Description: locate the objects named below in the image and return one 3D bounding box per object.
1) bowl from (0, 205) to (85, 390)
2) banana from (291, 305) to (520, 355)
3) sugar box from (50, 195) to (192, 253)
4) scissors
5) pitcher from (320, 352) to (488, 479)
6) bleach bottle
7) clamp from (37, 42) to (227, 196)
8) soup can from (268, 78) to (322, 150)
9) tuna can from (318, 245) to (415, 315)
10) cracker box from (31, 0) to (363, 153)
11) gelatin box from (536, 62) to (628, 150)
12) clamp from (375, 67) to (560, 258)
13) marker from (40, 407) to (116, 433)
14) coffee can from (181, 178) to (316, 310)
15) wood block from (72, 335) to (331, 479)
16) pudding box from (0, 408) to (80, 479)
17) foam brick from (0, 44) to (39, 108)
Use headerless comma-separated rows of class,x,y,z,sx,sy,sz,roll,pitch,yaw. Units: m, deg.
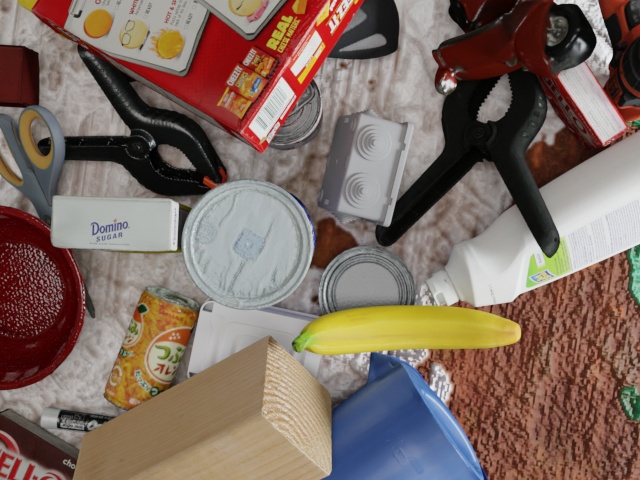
bowl,-0.276,0.047,0.941,0.162,0.055,0.162,1,96,7
banana,0.066,0.079,0.896,0.197,0.070,0.037,-4,109,-14
sugar box,-0.156,-0.011,0.880,0.093,0.176,0.048,2,92,1
scissors,-0.230,-0.033,0.943,0.096,0.016,0.202,-34,90,36
pitcher,0.019,0.226,0.909,0.243,0.149,0.145,-35,126,5
bleach bottle,0.206,-0.013,0.914,0.251,0.102,0.068,-26,48,3
clamp,-0.157,-0.098,0.932,0.171,0.039,0.120,20,127,-3
soup can,-0.032,-0.112,0.912,0.068,0.102,0.068,0,92,1
tuna can,0.041,0.047,0.949,0.086,0.034,0.086,0,92,1
cracker box,-0.093,-0.191,0.843,0.214,0.072,0.164,31,86,18
gelatin box,0.221,-0.122,0.920,0.030,0.073,0.089,-35,91,2
clamp,0.149,-0.078,0.908,0.165,0.036,0.210,12,74,34
marker,-0.191,0.168,0.965,0.121,0.020,0.020,8,92,1
coffee can,-0.056,0.001,0.897,0.103,0.140,0.103,0,92,1
wood block,-0.099,0.176,0.883,0.206,0.091,0.090,-30,122,22
pudding box,-0.261,0.218,0.958,0.113,0.039,0.090,30,92,0
foam brick,-0.293,-0.146,0.941,0.078,0.053,0.051,3,92,1
